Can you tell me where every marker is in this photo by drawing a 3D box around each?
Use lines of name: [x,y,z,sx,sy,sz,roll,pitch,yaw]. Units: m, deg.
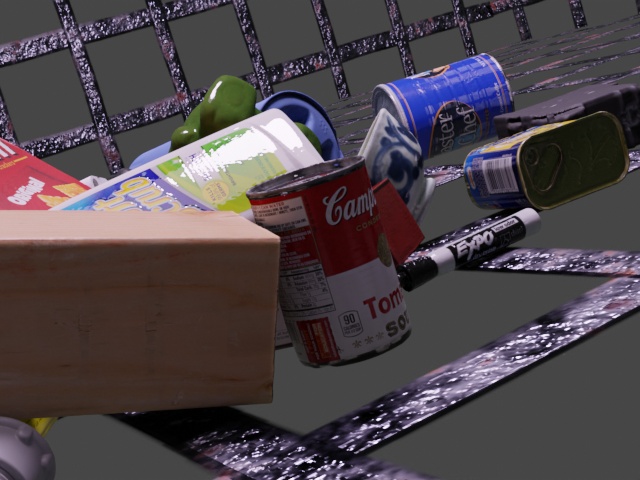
marker: [0.097,0.006,0.708,0.120,0.020,0.020,-22,11,-29]

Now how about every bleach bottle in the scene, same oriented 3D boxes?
bleach bottle: [-0.115,0.008,0.650,0.250,0.068,0.103,-25,53,-15]

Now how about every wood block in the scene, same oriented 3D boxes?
wood block: [-0.133,0.035,0.539,0.205,0.090,0.091,0,9,-21]

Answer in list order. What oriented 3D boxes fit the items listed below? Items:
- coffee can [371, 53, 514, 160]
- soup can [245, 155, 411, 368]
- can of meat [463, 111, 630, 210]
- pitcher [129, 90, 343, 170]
coffee can: [0.145,-0.155,1.272,0.140,0.103,0.103,-19,10,-12]
soup can: [0.006,0.012,0.589,0.068,0.102,0.068,-16,10,3]
can of meat: [0.174,-0.060,0.839,0.102,0.057,0.084,-20,8,-24]
pitcher: [-0.108,-0.066,1.144,0.243,0.149,0.145,-13,53,42]
